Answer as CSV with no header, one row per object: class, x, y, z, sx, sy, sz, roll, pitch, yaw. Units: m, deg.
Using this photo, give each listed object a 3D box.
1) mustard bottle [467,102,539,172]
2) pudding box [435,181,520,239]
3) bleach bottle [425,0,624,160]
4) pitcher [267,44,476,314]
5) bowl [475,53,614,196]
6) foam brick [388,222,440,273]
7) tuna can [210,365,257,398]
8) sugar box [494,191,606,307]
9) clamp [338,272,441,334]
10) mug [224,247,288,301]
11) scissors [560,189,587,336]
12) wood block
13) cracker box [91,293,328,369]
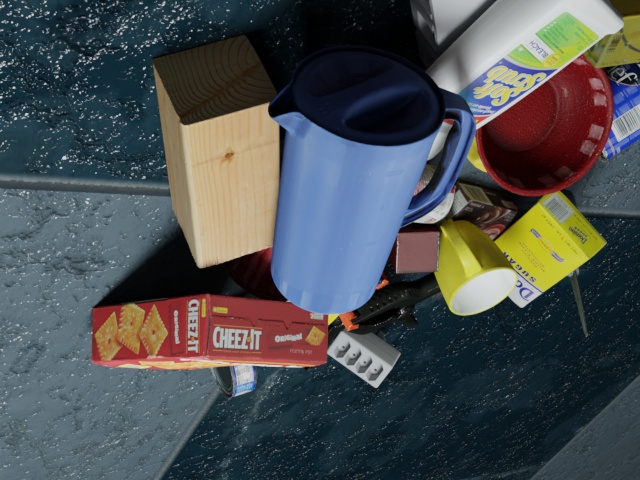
mustard bottle,0.251,-0.105,1.248,0.191,0.058,0.096,19,119,-48
pudding box,0.181,-0.025,1.324,0.113,0.039,0.090,12,131,-44
bleach bottle,0.153,-0.152,0.995,0.251,0.068,0.102,-41,142,23
pitcher,0.032,-0.046,0.976,0.144,0.149,0.243,-48,160,-40
bowl,0.225,-0.131,1.124,0.162,0.055,0.162,-6,111,-17
foam brick,0.106,0.001,1.248,0.053,0.078,0.051,-3,110,-7
tuna can,-0.108,0.147,1.300,0.033,0.086,0.086,-15,145,-23
sugar box,0.273,0.013,1.346,0.048,0.093,0.176,-36,171,-31
clamp,0.107,0.072,1.331,0.209,0.036,0.165,-7,150,-50
mug,-0.058,0.001,1.151,0.117,0.093,0.082,21,124,-12
scissors,0.317,0.035,1.386,0.016,0.202,0.096,3,163,-12
wood block,-0.093,-0.078,1.004,0.090,0.090,0.206,-18,146,-15
cracker box,-0.121,0.102,1.147,0.163,0.072,0.214,8,170,-42
